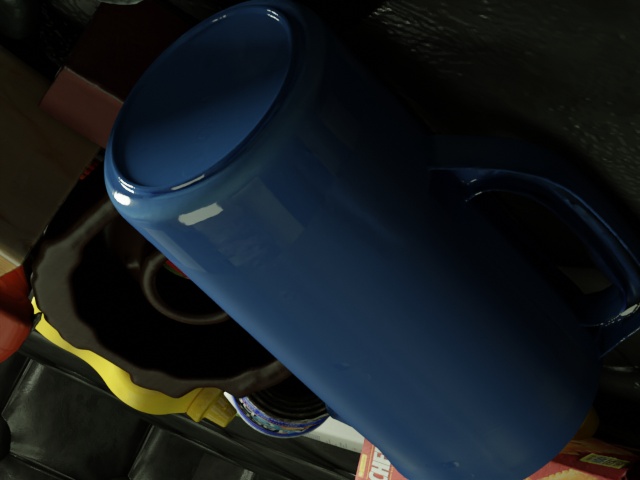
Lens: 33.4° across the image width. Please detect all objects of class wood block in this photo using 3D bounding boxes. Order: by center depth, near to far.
[{"bbox_3d":[-0.221,-0.074,0.523,0.206,0.090,0.091,37,155,-19],"label":"wood block"}]

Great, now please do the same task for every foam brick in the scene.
[{"bbox_3d":[-0.092,-0.078,0.496,0.051,0.053,0.078,30,162,-17],"label":"foam brick"}]

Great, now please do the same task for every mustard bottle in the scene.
[{"bbox_3d":[-0.149,0.092,0.914,0.191,0.096,0.058,39,136,7],"label":"mustard bottle"}]

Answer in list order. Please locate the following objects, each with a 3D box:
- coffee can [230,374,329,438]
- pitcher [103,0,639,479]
[{"bbox_3d":[-0.025,0.110,0.900,0.103,0.102,0.140,25,164,1],"label":"coffee can"},{"bbox_3d":[0.030,0.005,0.474,0.145,0.149,0.242,30,170,49],"label":"pitcher"}]
